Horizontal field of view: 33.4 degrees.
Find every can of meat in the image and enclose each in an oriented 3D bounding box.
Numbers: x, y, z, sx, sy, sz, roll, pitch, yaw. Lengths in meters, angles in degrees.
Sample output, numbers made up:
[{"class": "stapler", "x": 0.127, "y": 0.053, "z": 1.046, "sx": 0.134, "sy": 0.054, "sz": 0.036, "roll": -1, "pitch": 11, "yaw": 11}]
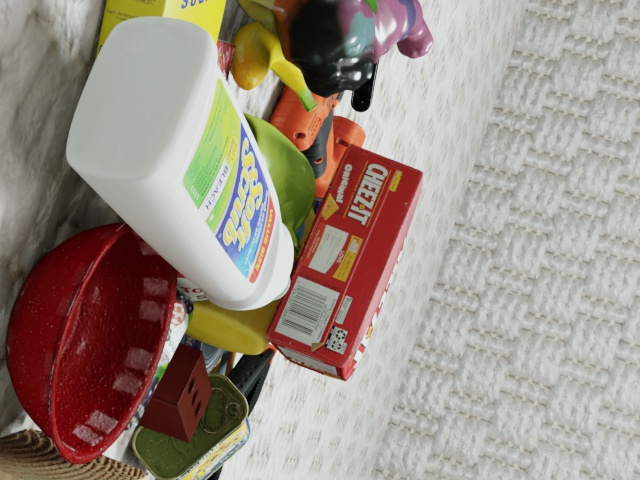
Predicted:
[{"class": "can of meat", "x": -0.110, "y": 0.175, "z": 0.949, "sx": 0.102, "sy": 0.057, "sz": 0.084, "roll": -40, "pitch": 160, "yaw": -15}]

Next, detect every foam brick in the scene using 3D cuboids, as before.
[{"class": "foam brick", "x": -0.125, "y": 0.122, "z": 0.879, "sx": 0.078, "sy": 0.051, "sz": 0.053, "roll": 87, "pitch": 23, "yaw": -57}]

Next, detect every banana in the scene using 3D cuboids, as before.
[{"class": "banana", "x": -0.038, "y": -0.148, "z": 0.873, "sx": 0.037, "sy": 0.069, "sz": 0.197, "roll": -31, "pitch": 174, "yaw": 15}]

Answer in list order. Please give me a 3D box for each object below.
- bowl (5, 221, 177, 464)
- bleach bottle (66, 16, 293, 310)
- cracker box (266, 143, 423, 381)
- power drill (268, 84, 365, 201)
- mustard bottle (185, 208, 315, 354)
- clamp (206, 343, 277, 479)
[{"class": "bowl", "x": -0.149, "y": 0.055, "z": 0.669, "sx": 0.162, "sy": 0.055, "sz": 0.162, "roll": 15, "pitch": 90, "yaw": -77}, {"class": "bleach bottle", "x": -0.065, "y": -0.026, "z": 0.665, "sx": 0.250, "sy": 0.068, "sz": 0.102, "roll": 56, "pitch": 48, "yaw": -62}, {"class": "cracker box", "x": 0.024, "y": 0.029, "z": 0.895, "sx": 0.213, "sy": 0.072, "sz": 0.164, "roll": 77, "pitch": 35, "yaw": -79}, {"class": "power drill", "x": 0.007, "y": -0.139, "z": 1.094, "sx": 0.187, "sy": 0.057, "sz": 0.184, "roll": 76, "pitch": 37, "yaw": -62}, {"class": "mustard bottle", "x": -0.056, "y": 0.001, "z": 0.913, "sx": 0.058, "sy": 0.096, "sz": 0.191, "roll": 91, "pitch": 20, "yaw": -53}, {"class": "clamp", "x": -0.103, "y": 0.197, "z": 1.078, "sx": 0.210, "sy": 0.036, "sz": 0.164, "roll": -61, "pitch": 168, "yaw": -9}]
